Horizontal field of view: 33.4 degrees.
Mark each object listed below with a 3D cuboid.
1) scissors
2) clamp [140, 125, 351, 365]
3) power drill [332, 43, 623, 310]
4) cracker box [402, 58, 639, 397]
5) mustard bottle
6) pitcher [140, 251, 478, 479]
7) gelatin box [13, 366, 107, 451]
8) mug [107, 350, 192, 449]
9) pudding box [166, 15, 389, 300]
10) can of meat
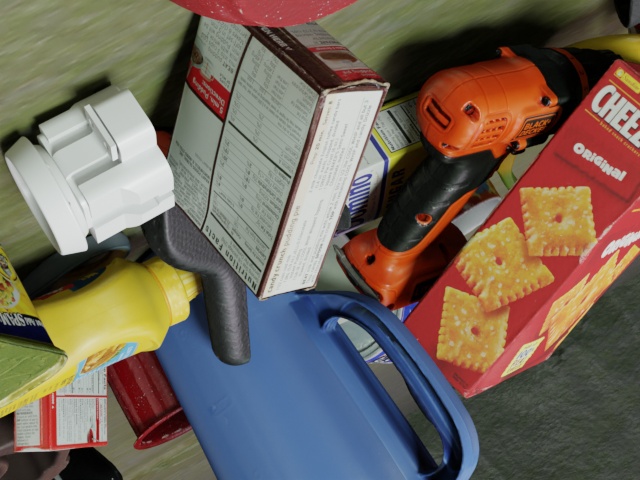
[{"bbox_3d":[-0.188,0.039,0.609,0.201,0.016,0.096,-17,157,-43],"label":"scissors"},{"bbox_3d":[-0.054,0.001,0.590,0.171,0.039,0.120,36,79,-51],"label":"clamp"},{"bbox_3d":[0.101,-0.044,0.681,0.184,0.057,0.188,-14,145,-41],"label":"power drill"},{"bbox_3d":[0.166,-0.006,0.686,0.214,0.072,0.163,-53,159,23],"label":"cracker box"},{"bbox_3d":[-0.147,0.056,0.592,0.191,0.058,0.096,-25,175,-26],"label":"mustard bottle"},{"bbox_3d":[-0.018,0.098,0.691,0.149,0.243,0.145,-28,164,-15],"label":"pitcher"},{"bbox_3d":[-0.176,0.105,0.725,0.030,0.073,0.089,-5,171,13],"label":"gelatin box"},{"bbox_3d":[-0.110,0.093,0.802,0.117,0.081,0.093,-41,162,30],"label":"mug"},{"bbox_3d":[-0.025,-0.044,0.475,0.039,0.090,0.114,-15,137,-38],"label":"pudding box"},{"bbox_3d":[-0.171,0.029,0.482,0.057,0.084,0.102,-33,165,4],"label":"can of meat"}]
